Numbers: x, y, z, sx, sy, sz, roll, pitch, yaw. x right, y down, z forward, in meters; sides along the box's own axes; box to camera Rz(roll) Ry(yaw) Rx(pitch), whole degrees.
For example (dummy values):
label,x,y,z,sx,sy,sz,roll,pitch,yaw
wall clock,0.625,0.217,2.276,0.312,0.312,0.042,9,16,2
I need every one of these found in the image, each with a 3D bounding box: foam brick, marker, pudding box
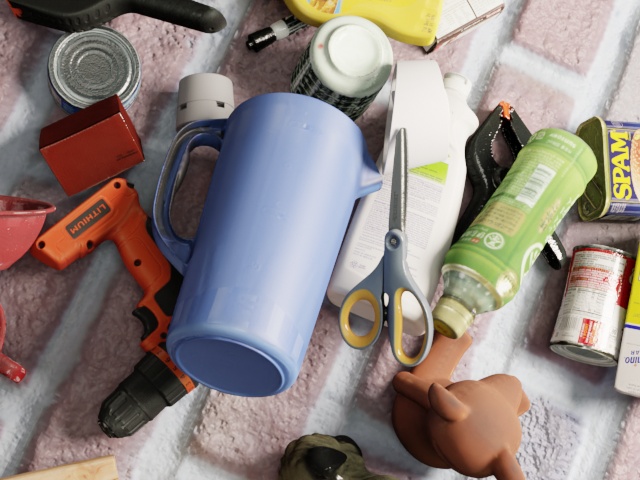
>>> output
label,x,y,z,sx,sy,sz,roll,pitch,yaw
foam brick,-0.202,-0.084,0.943,0.078,0.051,0.053,-25,120,-2
marker,-0.020,-0.215,1.041,0.121,0.020,0.020,-30,87,-16
pudding box,0.118,-0.257,1.070,0.090,0.039,0.113,-30,85,-14

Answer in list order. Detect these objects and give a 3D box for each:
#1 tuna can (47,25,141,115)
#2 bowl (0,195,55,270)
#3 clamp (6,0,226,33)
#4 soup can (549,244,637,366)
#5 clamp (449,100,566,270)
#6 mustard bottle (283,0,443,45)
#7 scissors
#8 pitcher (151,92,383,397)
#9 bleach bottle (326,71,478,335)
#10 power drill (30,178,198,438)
label,x,y,z,sx,sy,sz,roll,pitch,yaw
tuna can,-0.208,-0.154,0.981,0.086,0.034,0.086,2,79,-12
bowl,-0.302,-0.007,0.878,0.162,0.162,0.055,4,96,-12
clamp,-0.180,-0.227,0.962,0.210,0.036,0.164,-16,54,2
soup can,0.264,0.063,1.024,0.068,0.069,0.102,20,76,-8
clamp,0.189,-0.049,1.045,0.120,0.039,0.171,13,76,-15
mustard bottle,0.022,-0.247,1.012,0.191,0.058,0.096,10,85,1
scissors,0.049,0.011,0.922,0.096,0.016,0.202,-11,90,29
pitcher,-0.056,0.001,0.897,0.145,0.149,0.242,47,44,-37
bleach bottle,0.095,-0.044,1.007,0.102,0.068,0.250,21,74,8
power drill,-0.166,0.054,0.940,0.184,0.057,0.187,-42,93,-20
